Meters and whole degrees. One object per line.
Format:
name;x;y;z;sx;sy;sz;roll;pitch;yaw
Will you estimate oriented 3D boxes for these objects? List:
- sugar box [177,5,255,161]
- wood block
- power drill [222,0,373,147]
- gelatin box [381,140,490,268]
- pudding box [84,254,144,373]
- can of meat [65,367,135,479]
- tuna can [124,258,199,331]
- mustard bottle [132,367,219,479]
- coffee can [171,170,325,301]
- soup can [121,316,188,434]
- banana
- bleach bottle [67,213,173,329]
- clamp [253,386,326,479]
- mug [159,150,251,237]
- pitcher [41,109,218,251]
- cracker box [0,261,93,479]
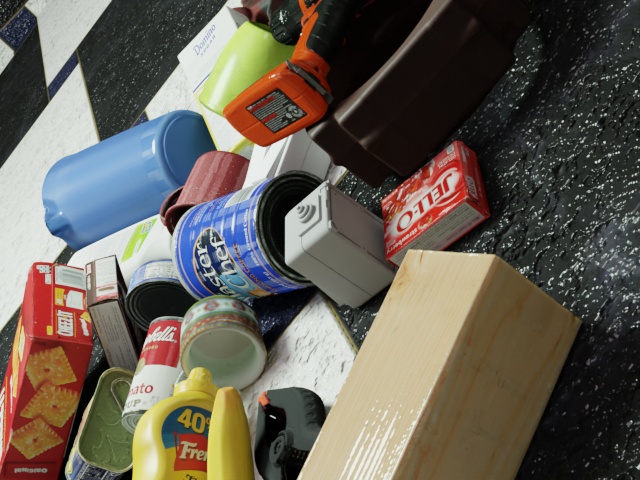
sugar box;-0.097;-0.174;1.218;0.093;0.048;0.176;-40;52;25
wood block;0.067;0.118;0.666;0.091;0.090;0.206;3;62;58
power drill;-0.016;-0.173;0.944;0.185;0.057;0.187;-24;35;53
gelatin box;0.089;-0.027;0.847;0.089;0.030;0.073;-39;32;30
pudding box;-0.215;0.086;1.127;0.039;0.113;0.090;-17;32;-4
can of meat;-0.206;0.188;1.036;0.084;0.057;0.102;127;160;-52
tuna can;-0.152;0.058;1.079;0.086;0.086;0.033;-36;32;33
mustard bottle;-0.109;0.184;0.865;0.058;0.096;0.191;-36;34;34
coffee can;-0.056;0.001;0.970;0.141;0.102;0.102;-16;47;50
soup can;-0.141;0.132;1.002;0.069;0.068;0.102;-26;41;44
banana;-0.061;0.208;0.797;0.070;0.037;0.198;112;155;-46
bleach bottle;-0.209;0.026;1.230;0.251;0.068;0.102;-22;43;43
clamp;-0.011;0.155;0.799;0.120;0.039;0.171;-51;30;18
mug;-0.114;-0.037;1.109;0.117;0.093;0.081;-4;49;30
pitcher;-0.216;-0.078;1.297;0.243;0.144;0.149;-18;58;44
cracker box;-0.305;0.153;1.160;0.164;0.072;0.214;-116;42;-59
